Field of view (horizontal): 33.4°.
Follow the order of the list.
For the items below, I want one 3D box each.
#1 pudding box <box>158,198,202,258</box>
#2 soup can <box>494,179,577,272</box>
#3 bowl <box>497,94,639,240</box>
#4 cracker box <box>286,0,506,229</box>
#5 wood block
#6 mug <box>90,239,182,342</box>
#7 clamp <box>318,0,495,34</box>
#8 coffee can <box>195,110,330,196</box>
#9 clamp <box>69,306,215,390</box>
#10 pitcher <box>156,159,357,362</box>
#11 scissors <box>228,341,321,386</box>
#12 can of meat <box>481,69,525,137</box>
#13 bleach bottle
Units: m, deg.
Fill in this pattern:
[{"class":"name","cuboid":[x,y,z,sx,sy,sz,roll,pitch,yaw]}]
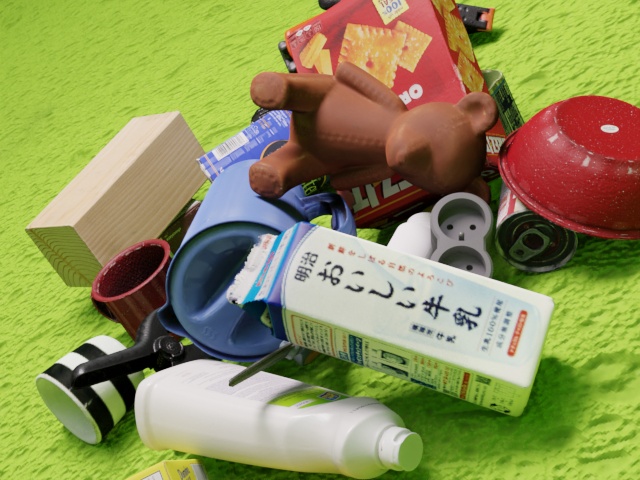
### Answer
[{"class":"pudding box","cuboid":[-0.195,-0.009,1.267,0.113,0.039,0.090,-41,31,-19]},{"class":"soup can","cuboid":[0.189,-0.030,0.924,0.069,0.068,0.102,-15,34,26]},{"class":"bowl","cuboid":[0.232,-0.073,0.884,0.162,0.055,0.162,5,42,-4]},{"class":"cracker box","cuboid":[0.072,-0.137,1.028,0.164,0.214,0.071,-25,-13,33]},{"class":"wood block","cuboid":[-0.224,-0.048,1.219,0.090,0.090,0.205,-2,40,40]},{"class":"mug","cuboid":[-0.187,0.061,1.112,0.117,0.081,0.093,-14,34,27]},{"class":"clamp","cuboid":[0.112,-0.278,1.319,0.210,0.164,0.036,10,91,39]},{"class":"coffee can","cuboid":[-0.052,-0.085,1.186,0.140,0.102,0.103,-33,30,-3]},{"class":"clamp","cuboid":[-0.156,0.109,1.004,0.039,0.120,0.171,-54,10,36]},{"class":"pitcher","cuboid":[-0.057,0.001,1.016,0.243,0.149,0.145,-90,18,-69]},{"class":"scissors","cuboid":[-0.026,0.096,0.887,0.201,0.016,0.096,-33,-19,-45]},{"class":"can of meat","cuboid":[0.152,-0.123,1.078,0.102,0.084,0.057,3,44,44]},{"class":"bleach bottle","cuboid":[-0.032,0.147,0.847,0.251,0.068,0.102,4,14,43]}]
